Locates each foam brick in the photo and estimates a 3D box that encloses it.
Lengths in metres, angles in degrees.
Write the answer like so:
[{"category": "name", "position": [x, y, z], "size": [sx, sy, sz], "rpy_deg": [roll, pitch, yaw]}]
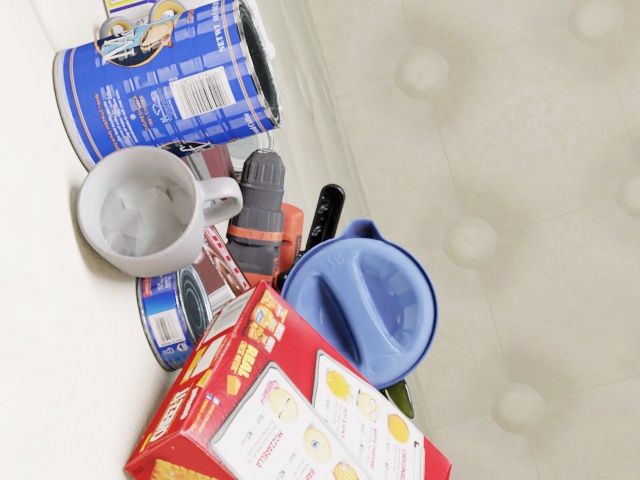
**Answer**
[{"category": "foam brick", "position": [-0.113, -0.074, 1.012], "size": [0.053, 0.051, 0.078], "rpy_deg": [-37, 110, -82]}]

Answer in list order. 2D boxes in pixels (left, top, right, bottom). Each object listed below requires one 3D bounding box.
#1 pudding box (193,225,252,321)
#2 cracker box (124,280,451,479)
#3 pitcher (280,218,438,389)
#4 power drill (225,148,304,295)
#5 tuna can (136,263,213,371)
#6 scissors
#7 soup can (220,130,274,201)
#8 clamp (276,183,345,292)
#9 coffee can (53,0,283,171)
[{"category": "pudding box", "position": [-0.089, 0.037, 0.918], "size": [0.113, 0.039, 0.090], "rpy_deg": [60, 7, 5]}, {"category": "cracker box", "position": [-0.013, 0.158, 0.745], "size": [0.213, 0.072, 0.164], "rpy_deg": [45, 35, -15]}, {"category": "pitcher", "position": [0.035, 0.092, 0.994], "size": [0.145, 0.149, 0.243], "rpy_deg": [46, -6, 10]}, {"category": "power drill", "position": [-0.057, 0.001, 1.057], "size": [0.187, 0.057, 0.184], "rpy_deg": [-26, 127, -82]}, {"category": "tuna can", "position": [-0.110, 0.056, 0.829], "size": [0.086, 0.034, 0.086], "rpy_deg": [-16, 90, -82]}, {"category": "scissors", "position": [-0.118, -0.127, 0.939], "size": [0.016, 0.096, 0.201], "rpy_deg": [20, -26, 48]}, {"category": "soup can", "position": [-0.082, -0.083, 1.098], "size": [0.102, 0.068, 0.068], "rpy_deg": [104, -27, -72]}, {"category": "clamp", "position": [-0.013, 0.033, 1.058], "size": [0.120, 0.039, 0.171], "rpy_deg": [-55, 163, -30]}, {"category": "coffee can", "position": [-0.109, -0.111, 0.784], "size": [0.102, 0.140, 0.103], "rpy_deg": [-16, 90, -82]}]
